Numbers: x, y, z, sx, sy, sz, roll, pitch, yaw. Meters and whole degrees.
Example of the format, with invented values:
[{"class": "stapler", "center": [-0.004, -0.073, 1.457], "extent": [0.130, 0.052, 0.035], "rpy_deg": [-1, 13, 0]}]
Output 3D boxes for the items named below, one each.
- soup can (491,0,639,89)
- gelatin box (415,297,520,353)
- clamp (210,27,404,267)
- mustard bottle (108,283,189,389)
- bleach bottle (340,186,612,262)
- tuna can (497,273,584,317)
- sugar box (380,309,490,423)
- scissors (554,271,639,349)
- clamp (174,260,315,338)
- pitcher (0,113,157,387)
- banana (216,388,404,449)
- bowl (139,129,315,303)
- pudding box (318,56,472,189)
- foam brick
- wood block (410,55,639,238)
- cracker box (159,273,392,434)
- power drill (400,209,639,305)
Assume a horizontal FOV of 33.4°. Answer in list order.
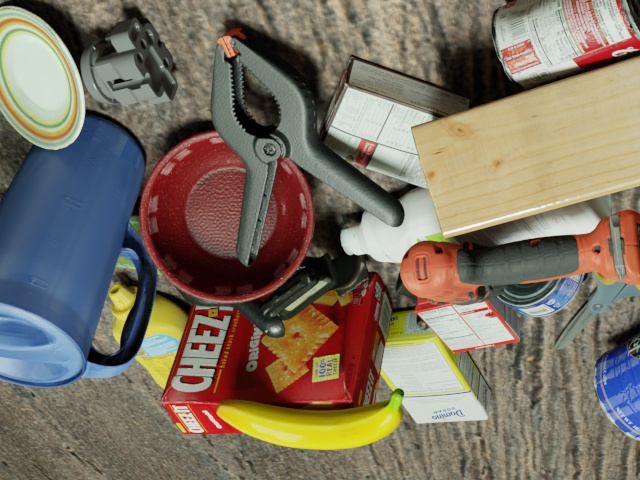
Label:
[{"class": "soup can", "center": [0.185, -0.157, 0.779], "extent": [0.102, 0.068, 0.068], "rpy_deg": [-17, 133, 34]}, {"class": "gelatin box", "center": [0.144, 0.072, 1.041], "extent": [0.073, 0.030, 0.089], "rpy_deg": [-15, 138, 29]}, {"class": "clamp", "center": [-0.043, -0.076, 0.913], "extent": [0.165, 0.036, 0.210], "rpy_deg": [-23, 106, 28]}, {"class": "mustard bottle", "center": [-0.186, 0.114, 1.248], "extent": [0.096, 0.058, 0.191], "rpy_deg": [-9, 137, 29]}, {"class": "bleach bottle", "center": [0.127, -0.024, 0.966], "extent": [0.251, 0.068, 0.102], "rpy_deg": [-11, 149, 32]}, {"class": "tuna can", "center": [0.198, 0.026, 0.987], "extent": [0.086, 0.086, 0.033], "rpy_deg": [-20, 150, 36]}, {"class": "sugar box", "center": [0.121, 0.144, 1.201], "extent": [0.093, 0.048, 0.176], "rpy_deg": [-8, 141, 26]}, {"class": "scissors", "center": [0.298, 0.060, 1.061], "extent": [0.096, 0.016, 0.202], "rpy_deg": [9, 142, 7]}, {"class": "clamp", "center": [-0.078, 0.041, 1.111], "extent": [0.172, 0.120, 0.039], "rpy_deg": [20, 123, 28]}, {"class": "pitcher", "center": [-0.233, 0.007, 0.976], "extent": [0.145, 0.242, 0.149], "rpy_deg": [-6, 139, 24]}, {"class": "banana", "center": [-0.002, 0.170, 1.016], "extent": [0.198, 0.037, 0.069], "rpy_deg": [-9, 118, 24]}, {"class": "bowl", "center": [-0.086, -0.024, 1.004], "extent": [0.162, 0.162, 0.055], "rpy_deg": [15, -175, -2]}, {"class": "pudding box", "center": [0.062, -0.099, 0.917], "extent": [0.113, 0.039, 0.090], "rpy_deg": [17, 140, -8]}, {"class": "foam brick", "center": [-0.057, 0.001, 1.071], "extent": [0.078, 0.051, 0.053], "rpy_deg": [14, 144, 1]}, {"class": "wood block", "center": [0.186, -0.075, 0.810], "extent": [0.206, 0.090, 0.090], "rpy_deg": [-16, 93, 18]}, {"class": "cracker box", "center": [-0.043, 0.118, 1.122], "extent": [0.214, 0.164, 0.072], "rpy_deg": [-3, 138, 21]}, {"class": "power drill", "center": [0.178, 0.021, 0.878], "extent": [0.188, 0.057, 0.184], "rpy_deg": [-10, 173, 26]}]
